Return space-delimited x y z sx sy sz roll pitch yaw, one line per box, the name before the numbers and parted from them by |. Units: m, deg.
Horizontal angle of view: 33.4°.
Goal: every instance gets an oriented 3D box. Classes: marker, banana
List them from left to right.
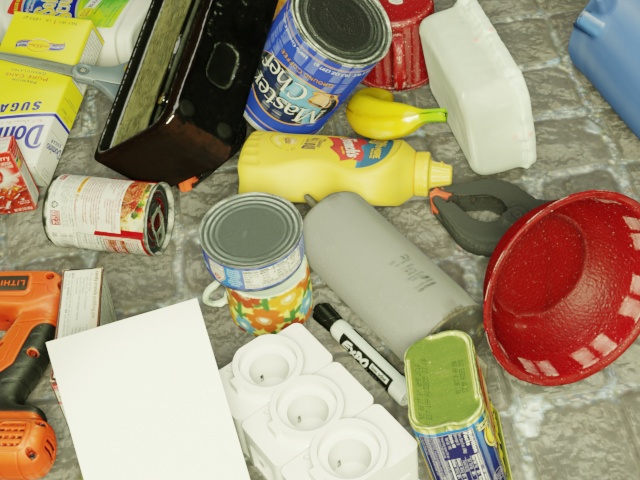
marker | 0.033 0.089 0.869 0.020 0.020 0.121 -31 51 -21
banana | 0.057 -0.118 0.998 0.069 0.037 0.198 1 14 -12

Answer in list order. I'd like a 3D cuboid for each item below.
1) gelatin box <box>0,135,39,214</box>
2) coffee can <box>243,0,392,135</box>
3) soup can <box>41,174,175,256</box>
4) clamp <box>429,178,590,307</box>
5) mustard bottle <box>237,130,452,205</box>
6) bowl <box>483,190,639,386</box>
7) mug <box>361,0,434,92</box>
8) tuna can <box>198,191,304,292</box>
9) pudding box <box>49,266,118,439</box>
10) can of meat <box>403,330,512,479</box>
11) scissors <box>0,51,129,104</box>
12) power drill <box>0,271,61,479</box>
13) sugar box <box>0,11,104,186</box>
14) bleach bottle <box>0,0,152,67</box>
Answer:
gelatin box | -0.321 -0.057 1.011 0.089 0.073 0.030 -8 43 4
coffee can | -0.010 -0.171 1.015 0.102 0.141 0.103 12 60 -23
soup can | -0.192 -0.024 0.972 0.102 0.068 0.068 6 48 13
clamp | 0.183 -0.018 0.939 0.172 0.039 0.120 28 55 24
mustard bottle | 0.025 -0.065 0.986 0.192 0.058 0.096 4 23 9
bowl | 0.184 0.029 0.827 0.162 0.162 0.055 -22 28 -14
mug | 0.077 -0.206 1.100 0.093 0.081 0.117 -3 46 5
tuna can | -0.056 0.001 0.880 0.086 0.034 0.086 -3 46 3
pudding box | -0.183 0.091 0.846 0.039 0.090 0.113 -7 47 -2
can of meat | 0.096 0.127 0.763 0.057 0.084 0.102 -15 33 10
scissors | -0.224 -0.148 1.044 0.201 0.016 0.096 -2 58 -16
power drill | -0.284 0.111 0.865 0.184 0.057 0.187 0 48 10
sugar box | -0.293 -0.145 1.080 0.093 0.048 0.176 8 65 15
bleach bottle | -0.302 -0.238 1.193 0.251 0.068 0.102 8 47 17
